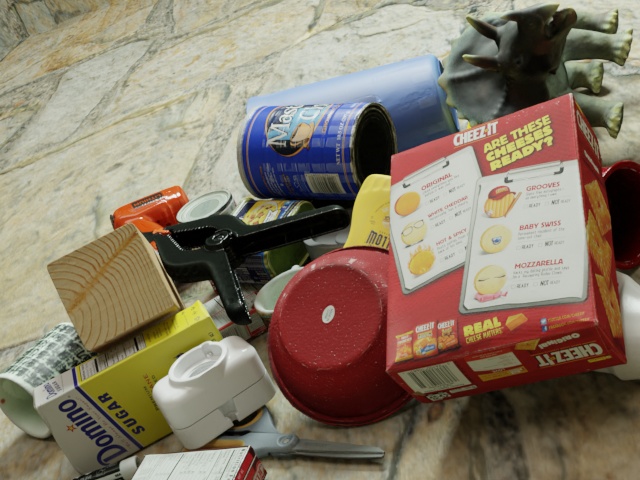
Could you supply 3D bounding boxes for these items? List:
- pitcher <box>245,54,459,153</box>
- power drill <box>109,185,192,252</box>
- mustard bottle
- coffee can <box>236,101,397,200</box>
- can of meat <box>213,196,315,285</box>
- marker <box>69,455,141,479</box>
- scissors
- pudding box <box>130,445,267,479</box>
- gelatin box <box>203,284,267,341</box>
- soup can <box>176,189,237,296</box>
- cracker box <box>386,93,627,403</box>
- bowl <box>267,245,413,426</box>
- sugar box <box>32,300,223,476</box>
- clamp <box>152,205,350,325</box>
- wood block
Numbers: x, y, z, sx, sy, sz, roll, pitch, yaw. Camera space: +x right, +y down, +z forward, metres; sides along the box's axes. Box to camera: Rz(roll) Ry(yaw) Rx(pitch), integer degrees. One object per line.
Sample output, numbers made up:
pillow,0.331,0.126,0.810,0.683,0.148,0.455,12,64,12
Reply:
pitcher,0.037,-0.141,1.286,0.243,0.145,0.149,-15,41,13
power drill,-0.173,-0.014,1.314,0.184,0.057,0.188,-22,23,-15
mustard bottle,0.049,0.040,0.961,0.096,0.058,0.191,20,78,23
coffee can,-0.003,-0.094,1.131,0.141,0.103,0.102,2,36,30
can of meat,-0.057,0.001,1.111,0.084,0.057,0.102,1,43,38
marker,-0.216,0.221,0.959,0.121,0.020,0.020,-21,26,10
scissors,-0.028,0.162,0.907,0.202,0.016,0.096,-12,29,25
pudding box,-0.110,0.212,0.861,0.114,0.039,0.090,-9,30,27
gelatin box,-0.082,0.075,1.100,0.089,0.030,0.073,-29,25,-14
soup can,-0.107,0.003,1.175,0.068,0.102,0.068,-20,26,10
cracker box,0.139,0.008,0.828,0.164,0.072,0.213,-17,49,27
bowl,0.018,0.071,0.895,0.162,0.055,0.162,-9,66,21
sugar box,-0.164,0.138,0.985,0.176,0.093,0.048,-30,26,-7
clamp,-0.094,0.017,1.030,0.210,0.036,0.164,3,38,37
wood block,-0.193,0.056,1.060,0.090,0.090,0.206,-27,-7,-6
